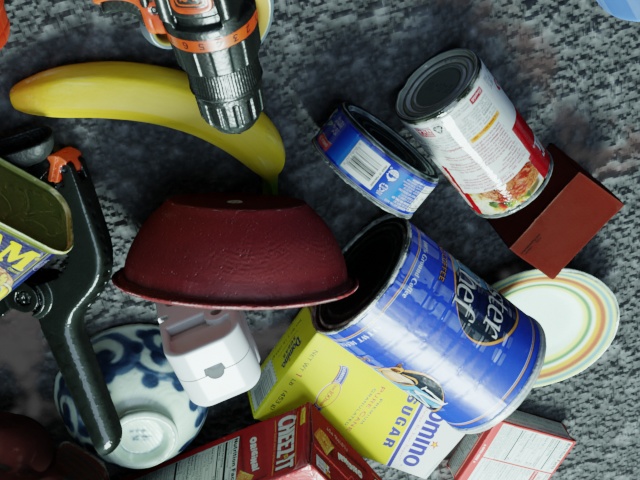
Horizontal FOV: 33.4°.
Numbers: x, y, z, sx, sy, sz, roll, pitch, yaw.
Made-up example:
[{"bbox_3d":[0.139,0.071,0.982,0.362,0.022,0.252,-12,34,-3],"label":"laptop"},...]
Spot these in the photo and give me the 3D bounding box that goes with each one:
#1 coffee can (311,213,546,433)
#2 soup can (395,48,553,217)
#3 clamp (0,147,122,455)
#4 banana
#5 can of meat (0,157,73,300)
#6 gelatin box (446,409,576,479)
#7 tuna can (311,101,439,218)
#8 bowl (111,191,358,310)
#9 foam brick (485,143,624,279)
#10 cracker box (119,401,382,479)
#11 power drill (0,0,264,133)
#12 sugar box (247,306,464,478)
[{"bbox_3d":[0.079,0.061,0.775,0.140,0.103,0.103,37,106,-20],"label":"coffee can"},{"bbox_3d":[0.106,-0.073,0.734,0.068,0.068,0.102,-38,122,9],"label":"soup can"},{"bbox_3d":[-0.203,0.036,0.723,0.164,0.036,0.210,12,109,6],"label":"clamp"},{"bbox_3d":[-0.097,-0.079,0.694,0.197,0.037,0.070,21,114,-25],"label":"banana"},{"bbox_3d":[-0.217,-0.006,0.647,0.084,0.057,0.102,-36,136,22],"label":"can of meat"},{"bbox_3d":[0.166,0.185,0.933,0.089,0.030,0.073,18,114,-24],"label":"gelatin box"},{"bbox_3d":[0.038,-0.055,0.716,0.086,0.086,0.034,30,108,-28],"label":"tuna can"},{"bbox_3d":[-0.055,0.001,0.697,0.162,0.162,0.055,-1,100,-15],"label":"bowl"},{"bbox_3d":[0.172,-0.022,0.793,0.053,0.051,0.078,33,108,-28],"label":"foam brick"},{"bbox_3d":[-0.056,0.230,0.848,0.214,0.072,0.164,-25,126,20],"label":"cracker box"},{"bbox_3d":[-0.128,-0.135,0.597,0.188,0.057,0.184,1,135,11],"label":"power drill"},{"bbox_3d":[0.039,0.124,0.851,0.176,0.048,0.093,25,113,-25],"label":"sugar box"}]
